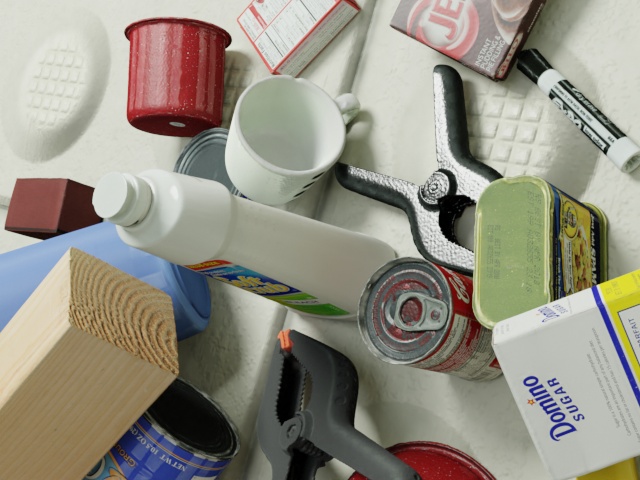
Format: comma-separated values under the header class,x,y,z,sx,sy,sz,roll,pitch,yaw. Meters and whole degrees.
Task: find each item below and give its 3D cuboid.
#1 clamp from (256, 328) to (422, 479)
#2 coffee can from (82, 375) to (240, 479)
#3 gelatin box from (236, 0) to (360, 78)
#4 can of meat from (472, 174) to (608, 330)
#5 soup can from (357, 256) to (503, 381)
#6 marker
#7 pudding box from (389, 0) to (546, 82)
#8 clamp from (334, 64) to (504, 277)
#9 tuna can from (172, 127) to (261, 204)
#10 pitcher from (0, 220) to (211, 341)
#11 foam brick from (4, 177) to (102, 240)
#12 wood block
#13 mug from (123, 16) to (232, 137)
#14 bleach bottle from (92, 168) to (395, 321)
class,x,y,z,sx,sy,sz,roll,pitch,yaw
clamp,-0.012,0.147,0.737,0.165,0.036,0.210,-48,31,19
coffee can,-0.143,0.184,0.828,0.140,0.102,0.103,-53,53,13
gelatin box,-0.020,-0.187,0.886,0.089,0.030,0.073,-45,56,19
can of meat,0.139,0.016,0.672,0.058,0.083,0.102,-7,73,36
soup can,0.080,0.054,0.694,0.069,0.102,0.068,-11,70,35
marker,0.172,-0.091,0.719,0.020,0.020,0.121,-48,54,17
pudding box,0.114,-0.182,0.756,0.090,0.039,0.113,31,102,21
clamp,0.092,-0.044,0.755,0.172,0.039,0.120,47,112,33
tuna can,-0.084,-0.048,0.892,0.086,0.033,0.086,-12,70,35
pitcher,-0.215,0.064,0.876,0.243,0.145,0.149,-19,19,6
foam brick,-0.247,-0.027,1.000,0.078,0.052,0.051,3,79,37
wood block,-0.201,0.117,0.777,0.206,0.090,0.090,-47,32,22
mug,-0.128,-0.135,0.925,0.117,0.093,0.081,161,112,-66
bleach bottle,-0.055,0.001,0.717,0.103,0.250,0.068,4,79,38
